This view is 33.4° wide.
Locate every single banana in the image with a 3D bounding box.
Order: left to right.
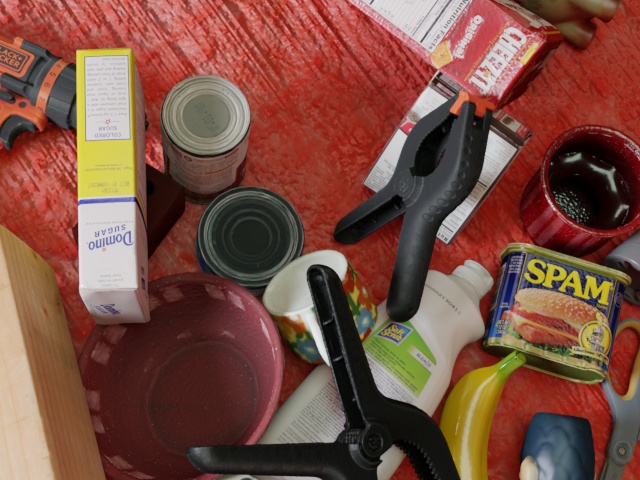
[{"bbox_3d":[0.117,0.180,0.789,0.037,0.070,0.198,10,76,-37],"label":"banana"}]

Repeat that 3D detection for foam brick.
[{"bbox_3d":[-0.147,-0.016,0.826,0.053,0.051,0.078,32,72,4],"label":"foam brick"}]

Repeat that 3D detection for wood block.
[{"bbox_3d":[-0.218,0.106,0.726,0.091,0.090,0.206,-23,62,3],"label":"wood block"}]

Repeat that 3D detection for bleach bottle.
[{"bbox_3d":[0.049,0.115,0.803,0.102,0.068,0.250,42,70,7],"label":"bleach bottle"}]

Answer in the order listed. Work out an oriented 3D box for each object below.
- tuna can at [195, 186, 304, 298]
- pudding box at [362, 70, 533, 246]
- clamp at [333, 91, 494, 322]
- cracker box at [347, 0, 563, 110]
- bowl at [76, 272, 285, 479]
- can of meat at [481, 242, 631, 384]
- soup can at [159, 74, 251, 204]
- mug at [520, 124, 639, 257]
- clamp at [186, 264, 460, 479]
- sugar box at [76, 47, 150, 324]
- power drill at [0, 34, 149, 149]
[{"bbox_3d":[-0.056,0.001,0.841,0.086,0.034,0.086,2,72,-6],"label":"tuna can"},{"bbox_3d":[0.098,-0.064,0.842,0.090,0.114,0.039,36,37,5],"label":"pudding box"},{"bbox_3d":[0.068,-0.037,0.801,0.039,0.120,0.171,16,106,-40],"label":"clamp"},{"bbox_3d":[0.086,-0.199,0.852,0.214,0.164,0.072,38,110,7],"label":"cracker box"},{"bbox_3d":[-0.096,0.107,0.775,0.162,0.055,0.162,-7,64,14],"label":"bowl"},{"bbox_3d":[0.183,0.059,0.839,0.102,0.057,0.084,17,74,-1],"label":"can of meat"},{"bbox_3d":[-0.089,-0.077,0.826,0.068,0.102,0.068,2,72,-6],"label":"soup can"},{"bbox_3d":[0.222,-0.037,0.860,0.117,0.081,0.093,-13,74,-10],"label":"mug"},{"bbox_3d":[0.029,0.128,0.733,0.209,0.036,0.164,36,67,-18],"label":"clamp"},{"bbox_3d":[-0.147,-0.036,0.755,0.048,0.093,0.176,-1,72,-4],"label":"sugar box"},{"bbox_3d":[-0.250,-0.068,0.830,0.184,0.057,0.187,24,68,5],"label":"power drill"}]
